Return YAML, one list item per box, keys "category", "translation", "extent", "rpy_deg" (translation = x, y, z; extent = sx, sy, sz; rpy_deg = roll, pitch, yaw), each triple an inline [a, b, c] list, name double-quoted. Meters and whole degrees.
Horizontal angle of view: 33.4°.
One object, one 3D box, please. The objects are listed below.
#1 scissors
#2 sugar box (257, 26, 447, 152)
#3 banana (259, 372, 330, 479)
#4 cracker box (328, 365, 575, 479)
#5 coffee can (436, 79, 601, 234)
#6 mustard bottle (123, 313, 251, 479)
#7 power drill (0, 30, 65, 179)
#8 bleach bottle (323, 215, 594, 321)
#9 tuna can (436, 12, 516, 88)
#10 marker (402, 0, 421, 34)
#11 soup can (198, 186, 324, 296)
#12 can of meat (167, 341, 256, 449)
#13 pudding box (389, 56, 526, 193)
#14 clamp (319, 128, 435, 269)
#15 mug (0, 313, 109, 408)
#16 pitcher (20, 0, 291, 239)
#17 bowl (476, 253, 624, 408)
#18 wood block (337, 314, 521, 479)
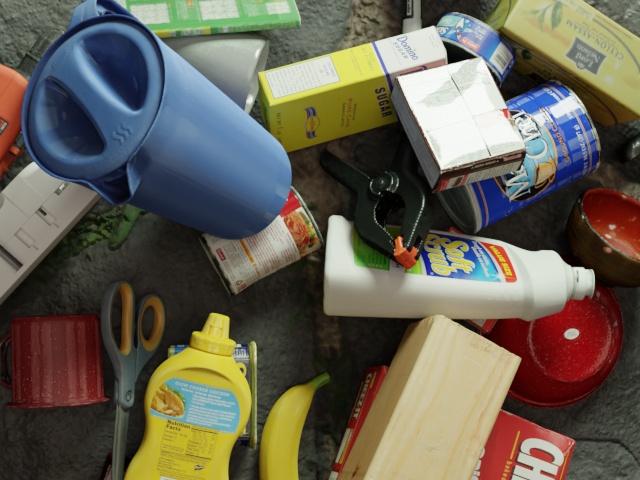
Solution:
- category: "scissors"
  translation: [-0.173, 0.135, 1.003]
  extent: [0.016, 0.096, 0.202]
  rpy_deg: [-1, 96, 28]
- category: "sugar box"
  translation: [0.030, -0.141, 1.019]
  extent: [0.176, 0.093, 0.048]
  rpy_deg: [-15, 65, -7]
- category: "banana"
  translation: [-0.027, 0.228, 1.048]
  extent: [0.069, 0.037, 0.198]
  rpy_deg: [4, 91, -10]
- category: "cracker box"
  translation: [0.123, 0.235, 1.045]
  extent: [0.213, 0.072, 0.164]
  rpy_deg: [22, 78, -8]
- category: "coffee can"
  translation: [0.185, -0.082, 1.043]
  extent: [0.140, 0.103, 0.103]
  rpy_deg: [-27, 95, -8]
- category: "mustard bottle"
  translation: [-0.115, 0.160, 0.966]
  extent: [0.096, 0.058, 0.191]
  rpy_deg: [14, 91, -5]
- category: "power drill"
  translation: [-0.273, -0.109, 0.924]
  extent: [0.057, 0.188, 0.184]
  rpy_deg: [32, 89, -10]
- category: "bleach bottle"
  translation: [0.130, 0.030, 1.013]
  extent: [0.251, 0.102, 0.068]
  rpy_deg: [3, 129, 2]
- category: "tuna can"
  translation: [0.147, -0.185, 1.043]
  extent: [0.086, 0.086, 0.034]
  rpy_deg: [33, 84, -9]
- category: "marker"
  translation: [0.092, -0.266, 1.066]
  extent: [0.020, 0.020, 0.121]
  rpy_deg: [1, 91, -9]
- category: "soup can"
  translation: [-0.057, 0.001, 1.023]
  extent: [0.102, 0.068, 0.068]
  rpy_deg: [-29, 96, -7]
- category: "can of meat"
  translation: [-0.104, 0.149, 1.025]
  extent: [0.084, 0.057, 0.102]
  rpy_deg: [0, 91, -7]
- category: "pudding box"
  translation: [0.125, -0.107, 0.974]
  extent: [0.090, 0.039, 0.113]
  rpy_deg: [-15, 63, -12]
- category: "clamp"
  translation: [0.071, -0.054, 0.994]
  extent: [0.120, 0.171, 0.039]
  rpy_deg: [-37, 140, 18]
- category: "mug"
  translation: [-0.254, 0.110, 0.991]
  extent: [0.117, 0.093, 0.081]
  rpy_deg: [-4, 87, 27]
- category: "pitcher"
  translation: [-0.124, -0.090, 0.896]
  extent: [0.145, 0.242, 0.149]
  rpy_deg: [25, 88, 29]
- category: "bowl"
  translation: [0.243, 0.094, 1.081]
  extent: [0.162, 0.055, 0.162]
  rpy_deg: [0, 91, -10]
- category: "wood block"
  translation: [0.088, 0.181, 0.960]
  extent: [0.090, 0.091, 0.206]
  rpy_deg: [28, 75, -7]
